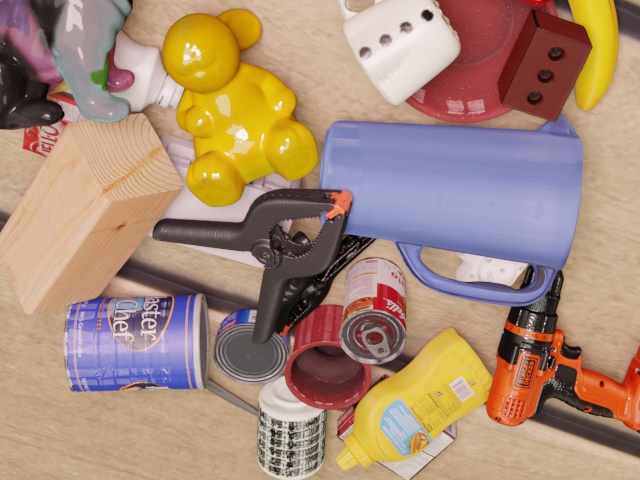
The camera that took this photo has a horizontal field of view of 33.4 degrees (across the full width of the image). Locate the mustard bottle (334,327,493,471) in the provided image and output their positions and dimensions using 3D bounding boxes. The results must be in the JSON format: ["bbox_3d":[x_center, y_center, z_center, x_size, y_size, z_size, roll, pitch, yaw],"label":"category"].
[{"bbox_3d":[0.096,0.187,1.169,0.191,0.058,0.096,-38,124,-2],"label":"mustard bottle"}]

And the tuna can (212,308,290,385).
[{"bbox_3d":[-0.077,0.119,1.196,0.086,0.033,0.086,2,122,3],"label":"tuna can"}]

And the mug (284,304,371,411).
[{"bbox_3d":[0.014,0.133,1.169,0.093,0.081,0.117,-13,120,12],"label":"mug"}]

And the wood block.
[{"bbox_3d":[-0.231,-0.022,1.042,0.206,0.090,0.090,-45,69,41],"label":"wood block"}]

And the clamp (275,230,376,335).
[{"bbox_3d":[-0.017,0.039,1.108,0.120,0.039,0.172,1,135,-46],"label":"clamp"}]

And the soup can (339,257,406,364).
[{"bbox_3d":[0.056,0.072,1.115,0.068,0.102,0.068,2,122,3],"label":"soup can"}]

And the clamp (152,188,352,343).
[{"bbox_3d":[-0.057,0.001,1.017,0.164,0.036,0.210,42,130,-11],"label":"clamp"}]

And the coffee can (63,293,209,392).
[{"bbox_3d":[-0.193,0.110,1.141,0.140,0.103,0.103,-1,122,0],"label":"coffee can"}]

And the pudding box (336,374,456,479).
[{"bbox_3d":[0.088,0.219,1.242,0.113,0.039,0.090,35,118,-14],"label":"pudding box"}]

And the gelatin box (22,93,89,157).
[{"bbox_3d":[-0.253,-0.107,1.050,0.073,0.030,0.089,21,152,-10],"label":"gelatin box"}]

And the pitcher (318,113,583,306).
[{"bbox_3d":[0.122,-0.039,1.023,0.243,0.149,0.145,6,138,5],"label":"pitcher"}]

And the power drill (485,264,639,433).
[{"bbox_3d":[0.282,0.122,1.140,0.187,0.057,0.184,13,102,-7],"label":"power drill"}]

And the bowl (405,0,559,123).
[{"bbox_3d":[0.133,-0.191,0.973,0.162,0.055,0.162,2,122,3],"label":"bowl"}]

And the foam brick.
[{"bbox_3d":[0.193,-0.152,0.928,0.053,0.051,0.078,17,122,-6],"label":"foam brick"}]

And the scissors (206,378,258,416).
[{"bbox_3d":[-0.147,0.138,1.224,0.201,0.016,0.096,20,121,-8],"label":"scissors"}]

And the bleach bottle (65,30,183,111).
[{"bbox_3d":[-0.243,-0.195,1.000,0.250,0.068,0.103,24,120,-13],"label":"bleach bottle"}]
